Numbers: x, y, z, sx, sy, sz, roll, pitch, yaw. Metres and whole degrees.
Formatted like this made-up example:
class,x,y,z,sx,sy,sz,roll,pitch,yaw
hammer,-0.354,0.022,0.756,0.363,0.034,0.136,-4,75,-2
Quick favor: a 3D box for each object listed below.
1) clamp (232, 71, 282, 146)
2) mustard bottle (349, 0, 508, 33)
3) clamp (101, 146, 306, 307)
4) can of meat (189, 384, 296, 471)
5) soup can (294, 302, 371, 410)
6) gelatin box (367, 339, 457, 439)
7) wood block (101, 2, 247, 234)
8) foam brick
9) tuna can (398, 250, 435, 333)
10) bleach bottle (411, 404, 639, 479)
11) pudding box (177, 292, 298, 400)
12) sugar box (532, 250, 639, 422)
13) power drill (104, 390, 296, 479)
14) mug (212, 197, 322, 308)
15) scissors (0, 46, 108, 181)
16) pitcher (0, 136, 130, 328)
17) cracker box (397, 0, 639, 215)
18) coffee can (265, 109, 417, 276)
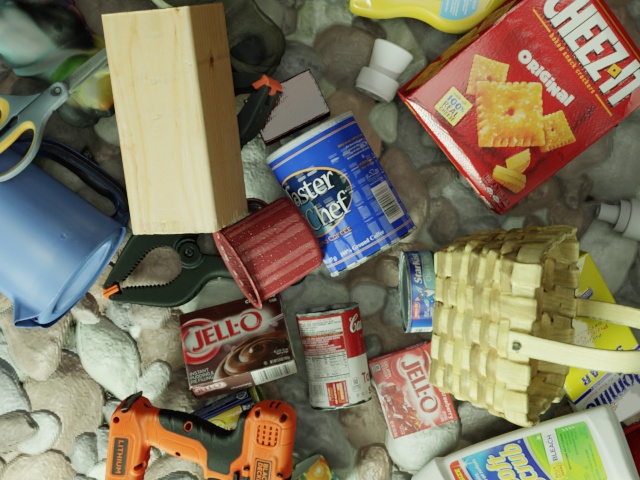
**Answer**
class,x,y,z,sx,sy,sz,roll,pitch,yaw
clamp,-0.119,-0.126,1.094,0.172,0.039,0.120,-38,75,17
mustard bottle,0.131,-0.268,1.117,0.191,0.058,0.096,11,90,-1
clamp,-0.129,0.018,1.130,0.210,0.036,0.164,-33,91,-4
can of meat,-0.085,0.212,1.126,0.084,0.057,0.102,-25,91,2
soup can,0.014,0.121,1.119,0.068,0.068,0.102,-9,92,-1
gelatin box,0.098,0.158,1.140,0.073,0.030,0.089,-18,92,-1
wood block,-0.135,-0.117,1.015,0.090,0.090,0.206,-1,104,17
foam brick,-0.034,-0.139,1.120,0.078,0.053,0.051,-26,92,-1
tuna can,0.102,0.053,1.110,0.033,0.086,0.086,-2,91,-2
bleach bottle,0.195,0.253,1.103,0.251,0.068,0.102,-22,60,16
pudding box,-0.087,0.109,1.112,0.113,0.039,0.090,-14,56,-3
sugar box,0.283,0.109,1.135,0.093,0.048,0.176,-30,90,2
power drill,-0.120,0.236,1.073,0.188,0.057,0.184,9,102,8
mug,-0.057,0.001,1.084,0.081,0.093,0.117,-31,56,-13
scissors,-0.273,-0.148,1.038,0.096,0.016,0.201,33,81,15
pitcher,-0.322,-0.039,1.089,0.243,0.149,0.145,38,106,1
cracker box,0.212,-0.154,1.087,0.214,0.072,0.164,-39,105,8
coffee can,0.021,-0.048,1.098,0.103,0.103,0.140,-30,92,0
